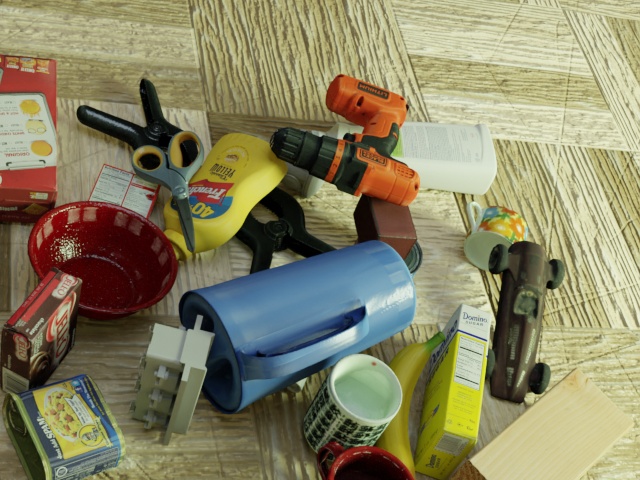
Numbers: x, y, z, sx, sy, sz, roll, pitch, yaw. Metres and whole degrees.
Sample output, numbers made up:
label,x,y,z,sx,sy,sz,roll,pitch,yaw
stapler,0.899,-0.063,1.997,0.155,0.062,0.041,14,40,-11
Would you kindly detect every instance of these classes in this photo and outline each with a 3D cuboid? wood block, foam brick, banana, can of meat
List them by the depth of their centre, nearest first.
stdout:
label,x,y,z,sx,sy,sz,roll,pitch,yaw
can of meat,-0.247,0.184,1.030,0.083,0.058,0.102,-15,59,-34
wood block,0.233,0.238,1.154,0.205,0.090,0.091,-30,67,-38
banana,0.088,0.186,1.158,0.037,0.070,0.197,33,52,-24
foam brick,0.077,-0.018,1.288,0.051,0.053,0.078,3,52,-20

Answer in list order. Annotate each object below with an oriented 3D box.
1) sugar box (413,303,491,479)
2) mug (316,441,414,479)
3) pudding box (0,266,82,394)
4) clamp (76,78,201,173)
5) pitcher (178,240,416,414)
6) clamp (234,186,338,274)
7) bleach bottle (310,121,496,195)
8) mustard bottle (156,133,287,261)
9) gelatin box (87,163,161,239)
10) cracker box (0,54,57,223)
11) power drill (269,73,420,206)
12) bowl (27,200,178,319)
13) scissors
label,x,y,z,sx,sy,sz,roll,pitch,yaw
sugar box,0.146,0.165,1.180,0.048,0.093,0.176,19,46,-7
mug,0.032,0.255,1.063,0.093,0.082,0.117,-22,62,-35
pudding box,-0.277,0.095,1.055,0.039,0.114,0.090,28,47,5
clamp,-0.206,-0.136,1.336,0.171,0.039,0.120,39,52,7
pitcher,-0.015,0.084,1.132,0.242,0.145,0.149,-19,60,-28
clamp,-0.058,0.002,1.276,0.164,0.036,0.210,-22,58,-28
bleach bottle,0.106,-0.122,1.433,0.250,0.068,0.102,6,49,-14
mustard bottle,-0.128,-0.042,1.253,0.096,0.058,0.191,21,59,30
gelatin box,-0.233,-0.042,1.248,0.073,0.030,0.089,17,46,-6
cracker box,-0.389,-0.123,1.227,0.164,0.072,0.214,4,51,-18
power drill,0.035,-0.128,1.302,0.184,0.057,0.187,21,39,-9
bowl,-0.240,0.032,1.158,0.162,0.055,0.162,15,42,-14
scissors,-0.179,-0.057,1.226,0.096,0.016,0.201,-4,45,7
